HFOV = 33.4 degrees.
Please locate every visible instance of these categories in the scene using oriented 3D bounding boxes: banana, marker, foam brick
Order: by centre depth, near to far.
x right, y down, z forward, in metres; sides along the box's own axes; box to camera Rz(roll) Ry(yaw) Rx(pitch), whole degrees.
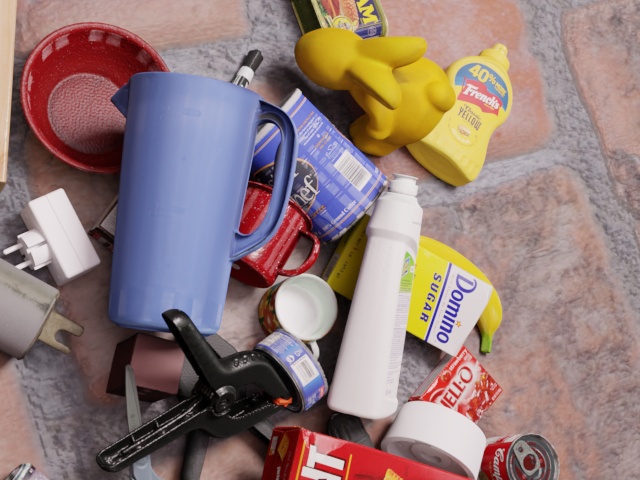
[{"bbox_3d":[-0.171,0.126,1.046,0.053,0.078,0.051,17,69,-21],"label":"foam brick"},{"bbox_3d":[-0.095,-0.164,1.187,0.020,0.020,0.121,32,66,-15],"label":"marker"},{"bbox_3d":[0.147,0.044,1.239,0.197,0.037,0.069,42,64,-10],"label":"banana"}]

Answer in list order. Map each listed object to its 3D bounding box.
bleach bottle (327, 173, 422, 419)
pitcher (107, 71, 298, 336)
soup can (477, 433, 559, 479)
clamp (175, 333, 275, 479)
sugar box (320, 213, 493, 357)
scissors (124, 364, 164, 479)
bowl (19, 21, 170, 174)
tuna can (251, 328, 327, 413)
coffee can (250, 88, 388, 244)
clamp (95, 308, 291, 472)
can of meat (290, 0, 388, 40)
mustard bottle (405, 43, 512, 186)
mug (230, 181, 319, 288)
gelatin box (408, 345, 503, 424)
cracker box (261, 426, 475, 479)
[{"bbox_3d":[0.066,0.056,1.122,0.068,0.102,0.251,11,90,14],"label":"bleach bottle"},{"bbox_3d":[-0.124,-0.032,1.025,0.144,0.149,0.243,11,84,-40],"label":"pitcher"},{"bbox_3d":[0.206,0.250,1.178,0.068,0.102,0.068,6,75,-24],"label":"soup can"},{"bbox_3d":[-0.113,0.169,1.086,0.120,0.039,0.171,-25,86,-32],"label":"clamp"},{"bbox_3d":[0.097,0.049,1.191,0.176,0.048,0.093,29,93,-12],"label":"sugar box"},{"bbox_3d":[-0.157,0.215,1.025,0.096,0.016,0.202,3,100,-37],"label":"scissors"},{"bbox_3d":[-0.230,-0.139,1.096,0.161,0.055,0.162,6,75,-24],"label":"bowl"},{"bbox_3d":[-0.033,0.136,1.104,0.033,0.086,0.086,-35,94,-27],"label":"tuna can"},{"bbox_3d":[-0.011,-0.080,1.158,0.140,0.103,0.102,44,64,-10],"label":"coffee can"},{"bbox_3d":[-0.101,0.137,1.008,0.209,0.036,0.165,2,117,-47],"label":"clamp"},{"bbox_3d":[0.019,-0.270,1.246,0.083,0.058,0.102,-18,85,-25],"label":"can of meat"},{"bbox_3d":[0.182,-0.165,1.295,0.096,0.058,0.191,37,65,-13],"label":"mustard bottle"},{"bbox_3d":[-0.057,0.001,1.118,0.117,0.093,0.081,23,70,18],"label":"mug"},{"bbox_3d":[0.155,0.176,1.214,0.073,0.030,0.089,48,63,-7],"label":"gelatin box"},{"bbox_3d":[0.041,0.289,1.046,0.213,0.072,0.164,21,70,-23],"label":"cracker box"}]
